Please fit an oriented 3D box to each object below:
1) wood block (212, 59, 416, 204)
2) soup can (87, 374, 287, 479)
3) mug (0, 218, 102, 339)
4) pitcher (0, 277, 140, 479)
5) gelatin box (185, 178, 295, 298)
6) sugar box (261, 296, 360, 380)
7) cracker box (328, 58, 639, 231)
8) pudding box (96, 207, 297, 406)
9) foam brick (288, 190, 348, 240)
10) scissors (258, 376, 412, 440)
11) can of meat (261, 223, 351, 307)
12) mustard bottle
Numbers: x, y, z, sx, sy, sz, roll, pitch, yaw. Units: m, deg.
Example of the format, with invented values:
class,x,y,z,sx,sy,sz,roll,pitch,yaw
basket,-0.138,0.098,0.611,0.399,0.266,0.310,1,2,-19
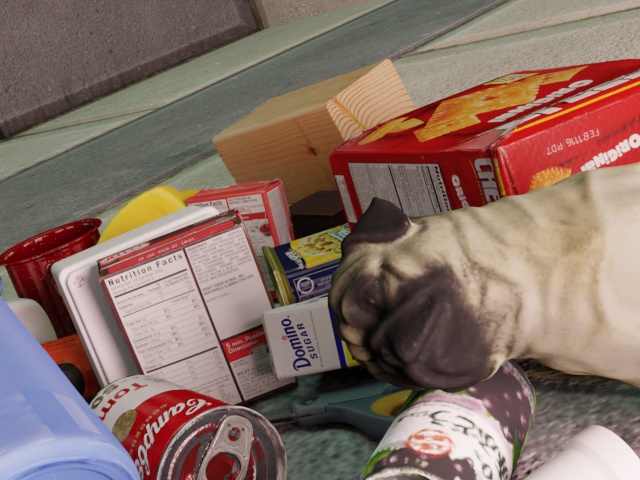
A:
class,x,y,z,sx,sy,sz,roll,pitch,yaw
wood block,-0.004,-0.096,1.030,0.090,0.091,0.207,-39,18,-30
soup can,-0.071,0.106,0.526,0.068,0.068,0.102,-28,18,-29
mug,-0.211,0.038,0.892,0.093,0.081,0.117,-23,16,-13
pitcher,-0.200,0.081,0.509,0.149,0.145,0.243,-48,48,-10
gelatin box,-0.055,0.001,0.815,0.073,0.089,0.030,-6,17,31
sugar box,0.066,0.039,0.599,0.176,0.048,0.093,-16,-3,21
cracker box,0.120,-0.051,0.608,0.164,0.072,0.214,-23,12,-18
pudding box,-0.071,0.048,0.637,0.090,0.113,0.039,-20,19,-5
foam brick,0.012,-0.007,0.842,0.052,0.051,0.078,-29,18,-33
scissors,0.001,0.095,0.567,0.202,0.016,0.096,-17,11,7
can of meat,0.011,0.025,0.725,0.084,0.057,0.102,-19,15,-5
mustard bottle,-0.129,0.000,0.912,0.096,0.058,0.191,-53,-4,6
